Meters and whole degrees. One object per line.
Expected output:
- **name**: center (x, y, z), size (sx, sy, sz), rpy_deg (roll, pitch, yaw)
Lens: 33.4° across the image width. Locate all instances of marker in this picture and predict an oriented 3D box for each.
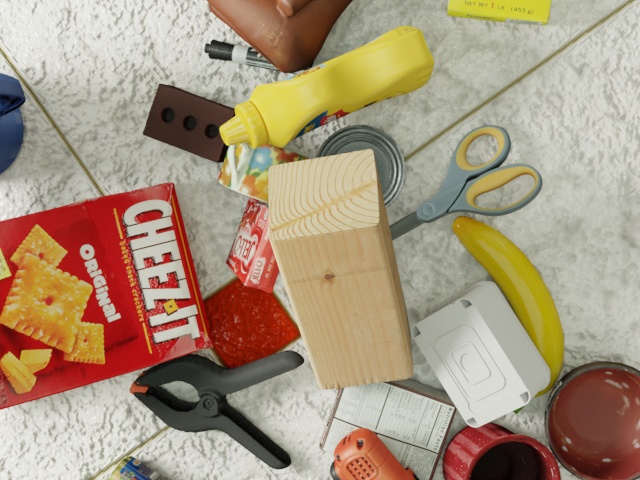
- **marker**: center (-0.051, -0.171, 1.011), size (0.121, 0.020, 0.020), rpy_deg (11, 96, 5)

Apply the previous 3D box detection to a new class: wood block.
- **wood block**: center (0.021, 0.032, 0.929), size (0.091, 0.090, 0.206), rpy_deg (-8, 137, 7)

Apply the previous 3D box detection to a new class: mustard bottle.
- **mustard bottle**: center (0.000, -0.128, 0.942), size (0.191, 0.096, 0.058), rpy_deg (-24, 94, -14)

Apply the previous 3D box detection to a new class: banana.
- **banana**: center (0.184, 0.064, 0.998), size (0.069, 0.037, 0.198), rpy_deg (-18, 93, 7)

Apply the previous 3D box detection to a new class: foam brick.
- **foam brick**: center (-0.118, -0.110, 1.006), size (0.078, 0.051, 0.053), rpy_deg (20, 97, 3)

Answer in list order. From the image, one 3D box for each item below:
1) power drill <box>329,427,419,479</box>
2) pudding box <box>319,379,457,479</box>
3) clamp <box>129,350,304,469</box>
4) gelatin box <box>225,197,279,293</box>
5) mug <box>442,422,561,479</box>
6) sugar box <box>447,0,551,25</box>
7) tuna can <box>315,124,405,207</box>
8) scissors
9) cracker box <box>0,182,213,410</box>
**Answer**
- **power drill**: center (0.029, 0.287, 1.007), size (0.188, 0.057, 0.184), rpy_deg (-36, 97, 17)
- **pudding box**: center (0.065, 0.175, 1.020), size (0.113, 0.039, 0.090), rpy_deg (19, 97, 2)
- **clamp**: center (-0.096, 0.144, 1.032), size (0.171, 0.039, 0.120), rpy_deg (17, 99, 3)
- **gelatin box**: center (-0.056, 0.001, 0.990), size (0.030, 0.089, 0.073), rpy_deg (18, 98, -19)
- **mug**: center (0.158, 0.226, 0.983), size (0.093, 0.081, 0.117), rpy_deg (18, 90, -12)
- **sugar box**: center (0.173, -0.288, 0.964), size (0.093, 0.048, 0.176), rpy_deg (8, 97, 5)
- **tuna can**: center (0.038, -0.066, 1.003), size (0.086, 0.033, 0.086), rpy_deg (1, 95, 6)
- **scissors**: center (0.104, -0.047, 1.000), size (0.202, 0.016, 0.096), rpy_deg (-14, 73, 13)
- **cracker box**: center (-0.222, 0.049, 0.978), size (0.213, 0.072, 0.164), rpy_deg (-15, 94, -21)
